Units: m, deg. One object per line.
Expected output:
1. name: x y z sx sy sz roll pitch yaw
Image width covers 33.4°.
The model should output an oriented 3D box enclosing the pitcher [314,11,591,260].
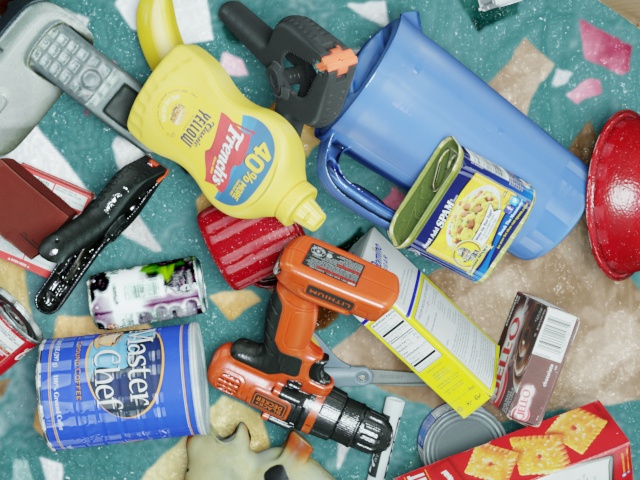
1. pitcher: 0.119 -0.078 0.971 0.242 0.145 0.149 33 118 -13

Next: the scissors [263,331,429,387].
1. scissors: 0.030 0.115 1.039 0.201 0.016 0.096 -11 98 -6

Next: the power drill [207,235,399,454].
1. power drill: 0.003 0.099 0.952 0.184 0.057 0.188 23 124 0

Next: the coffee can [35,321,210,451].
1. coffee can: -0.176 0.132 0.967 0.140 0.103 0.103 -6 97 -2

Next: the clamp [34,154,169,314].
1. clamp: -0.194 -0.017 0.940 0.039 0.120 0.171 35 67 -2

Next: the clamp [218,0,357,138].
1. clamp: -0.030 -0.149 0.914 0.036 0.210 0.164 -22 93 -21

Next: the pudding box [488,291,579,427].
1. pudding box: 0.198 0.112 1.022 0.039 0.090 0.113 21 93 -11

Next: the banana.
1. banana: -0.116 -0.148 0.968 0.037 0.070 0.198 -39 105 -42

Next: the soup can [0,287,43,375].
1. soup can: -0.313 0.099 0.968 0.102 0.068 0.068 -40 100 -1

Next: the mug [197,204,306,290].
1. mug: -0.056 0.001 0.986 0.081 0.093 0.117 -27 134 1

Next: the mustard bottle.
1. mustard bottle: -0.071 -0.075 0.911 0.192 0.058 0.096 41 109 12

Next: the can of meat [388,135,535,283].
1. can of meat: 0.121 -0.024 0.902 0.083 0.057 0.102 26 108 -17

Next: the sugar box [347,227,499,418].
1. sugar box: 0.091 0.076 1.001 0.176 0.093 0.048 41 117 -8

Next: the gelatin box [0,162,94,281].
1. gelatin box: -0.259 -0.018 0.981 0.073 0.030 0.089 24 93 -8

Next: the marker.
1. marker: 0.060 0.214 1.052 0.020 0.020 0.121 13 95 -8

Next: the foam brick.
1. foam brick: -0.263 -0.028 0.937 0.078 0.051 0.053 42 92 -8

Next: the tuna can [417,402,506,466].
1. tuna can: 0.139 0.202 1.053 0.086 0.034 0.086 -1 97 -7

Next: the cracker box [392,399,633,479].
1. cracker box: 0.190 0.262 1.022 0.213 0.072 0.164 -19 125 -4
